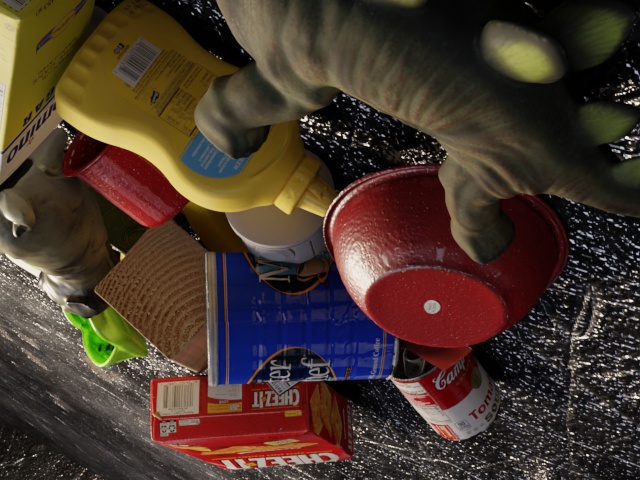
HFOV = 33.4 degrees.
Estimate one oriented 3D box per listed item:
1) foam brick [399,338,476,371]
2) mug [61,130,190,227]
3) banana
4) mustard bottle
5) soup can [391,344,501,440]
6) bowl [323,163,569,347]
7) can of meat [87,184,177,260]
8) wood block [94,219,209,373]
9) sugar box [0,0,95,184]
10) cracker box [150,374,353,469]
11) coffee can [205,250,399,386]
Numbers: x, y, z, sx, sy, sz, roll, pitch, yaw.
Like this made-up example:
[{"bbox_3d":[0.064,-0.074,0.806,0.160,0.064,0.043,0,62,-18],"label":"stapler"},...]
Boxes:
[{"bbox_3d":[0.095,0.059,0.815,0.051,0.053,0.078,33,157,1],"label":"foam brick"},{"bbox_3d":[-0.144,-0.069,0.845,0.081,0.093,0.117,40,-172,-28],"label":"mug"},{"bbox_3d":[-0.065,0.007,0.948,0.197,0.037,0.070,44,146,-24],"label":"banana"},{"bbox_3d":[-0.072,-0.075,0.710,0.191,0.096,0.058,33,157,0],"label":"mustard bottle"},{"bbox_3d":[0.103,0.116,0.903,0.069,0.068,0.102,9,148,45],"label":"soup can"},{"bbox_3d":[0.077,0.022,0.689,0.162,0.055,0.162,8,144,6],"label":"bowl"},{"bbox_3d":[-0.196,-0.008,1.062,0.102,0.057,0.084,34,159,-2],"label":"can of meat"},{"bbox_3d":[-0.125,0.055,0.981,0.091,0.090,0.206,40,173,7],"label":"wood block"},{"bbox_3d":[-0.189,-0.119,0.685,0.048,0.093,0.176,32,145,2],"label":"sugar box"},{"bbox_3d":[-0.065,0.193,1.127,0.164,0.072,0.213,-6,160,12],"label":"cracker box"},{"bbox_3d":[-0.017,0.058,0.820,0.140,0.103,0.103,-1,157,-6],"label":"coffee can"}]
